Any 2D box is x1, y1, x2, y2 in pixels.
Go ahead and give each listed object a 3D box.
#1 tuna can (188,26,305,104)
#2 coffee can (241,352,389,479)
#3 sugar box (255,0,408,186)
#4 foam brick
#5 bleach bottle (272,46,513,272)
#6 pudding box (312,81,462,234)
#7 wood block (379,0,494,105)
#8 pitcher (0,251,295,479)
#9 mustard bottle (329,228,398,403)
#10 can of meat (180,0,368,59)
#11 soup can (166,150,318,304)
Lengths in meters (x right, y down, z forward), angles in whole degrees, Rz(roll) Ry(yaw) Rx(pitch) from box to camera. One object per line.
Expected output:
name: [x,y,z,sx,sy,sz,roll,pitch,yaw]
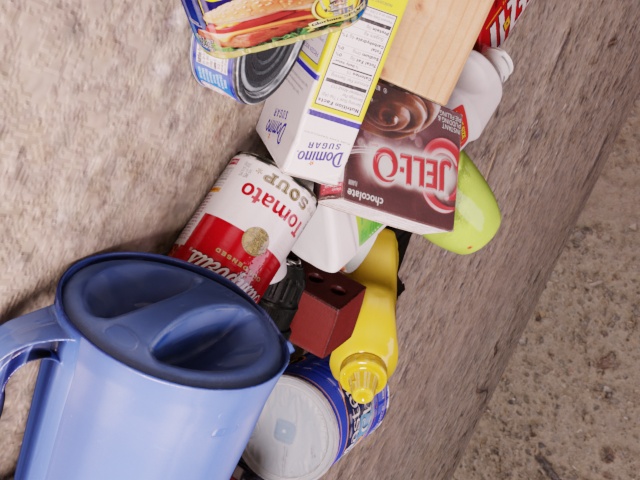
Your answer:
tuna can: [-0.039,-0.124,0.627,0.086,0.034,0.086,-53,159,-30]
coffee can: [-0.006,0.159,1.004,0.140,0.103,0.103,-19,133,-65]
sugar box: [0.013,-0.132,0.674,0.093,0.048,0.176,-120,-135,-62]
foam brick: [-0.011,0.051,0.880,0.052,0.078,0.051,-33,147,-57]
bleach bottle: [0.069,-0.086,0.848,0.250,0.068,0.102,-41,144,-28]
pudding box: [0.049,-0.058,0.756,0.113,0.039,0.090,13,76,-36]
wood block: [0.092,-0.210,0.737,0.090,0.090,0.206,-57,171,-69]
pitcher: [-0.127,0.137,0.626,0.145,0.149,0.243,-59,172,-67]
mustard bottle: [0.040,0.075,0.963,0.191,0.058,0.096,-84,-169,-55]
can of meat: [-0.027,-0.142,0.540,0.084,0.102,0.057,75,2,-69]
soup can: [-0.055,0.001,0.702,0.102,0.068,0.068,-58,161,-14]
